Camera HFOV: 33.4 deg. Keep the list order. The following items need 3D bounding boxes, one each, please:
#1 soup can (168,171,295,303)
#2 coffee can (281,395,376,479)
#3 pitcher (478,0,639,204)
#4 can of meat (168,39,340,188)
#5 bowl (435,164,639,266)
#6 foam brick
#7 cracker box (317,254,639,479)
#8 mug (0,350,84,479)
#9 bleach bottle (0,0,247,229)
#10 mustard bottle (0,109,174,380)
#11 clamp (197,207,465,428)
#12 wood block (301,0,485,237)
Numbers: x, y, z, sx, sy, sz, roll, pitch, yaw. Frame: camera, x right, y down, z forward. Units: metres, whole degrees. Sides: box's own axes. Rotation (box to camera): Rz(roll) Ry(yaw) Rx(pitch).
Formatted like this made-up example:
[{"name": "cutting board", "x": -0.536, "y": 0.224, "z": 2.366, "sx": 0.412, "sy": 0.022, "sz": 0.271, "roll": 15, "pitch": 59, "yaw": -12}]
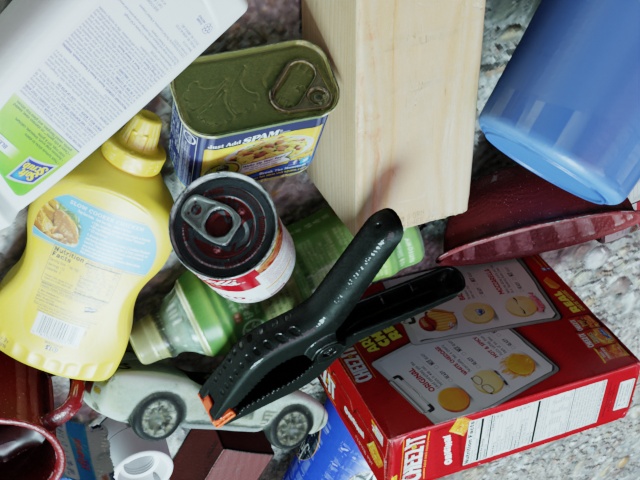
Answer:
[{"name": "soup can", "x": -0.055, "y": 0.001, "z": 0.695, "sx": 0.068, "sy": 0.068, "sz": 0.102, "roll": -31, "pitch": 167, "yaw": -2}, {"name": "coffee can", "x": 0.034, "y": 0.188, "z": 0.922, "sx": 0.102, "sy": 0.103, "sz": 0.140, "roll": 9, "pitch": 121, "yaw": -32}, {"name": "pitcher", "x": 0.215, "y": -0.144, "z": 0.685, "sx": 0.243, "sy": 0.149, "sz": 0.145, "roll": -59, "pitch": 164, "yaw": 3}, {"name": "can of meat", "x": -0.046, "y": -0.076, "z": 0.683, "sx": 0.102, "sy": 0.057, "sz": 0.084, "roll": -14, "pitch": 158, "yaw": -16}, {"name": "bowl", "x": 0.162, "y": -0.025, "z": 0.819, "sx": 0.162, "sy": 0.055, "sz": 0.162, "roll": -11, "pitch": 171, "yaw": -2}, {"name": "foam brick", "x": -0.084, "y": 0.186, "z": 0.895, "sx": 0.051, "sy": 0.053, "sz": 0.078, "roll": 15, "pitch": 118, "yaw": -35}, {"name": "cracker box", "x": 0.114, "y": 0.096, "z": 0.848, "sx": 0.213, "sy": 0.164, "sz": 0.072, "roll": -14, "pitch": 129, "yaw": -18}, {"name": "mug", "x": -0.218, "y": 0.122, "z": 0.747, "sx": 0.117, "sy": 0.081, "sz": 0.093, "roll": -30, "pitch": 130, "yaw": 8}, {"name": "bleach bottle", "x": -0.163, "y": -0.086, "z": 0.606, "sx": 0.251, "sy": 0.068, "sz": 0.102, "roll": -43, "pitch": 134, "yaw": -1}, {"name": "mustard bottle", "x": -0.149, "y": -0.001, "z": 0.705, "sx": 0.096, "sy": 0.058, "sz": 0.192, "roll": 23, "pitch": 114, "yaw": -12}, {"name": "clamp", "x": 0.006, "y": 0.064, "z": 0.760, "sx": 0.210, "sy": 0.036, "sz": 0.164, "roll": -40, "pitch": 152, "yaw": 16}, {"name": "wood block", "x": 0.045, "y": -0.115, "z": 0.695, "sx": 0.090, "sy": 0.091, "sz": 0.206, "roll": -15, "pitch": 131, "yaw": -17}]
